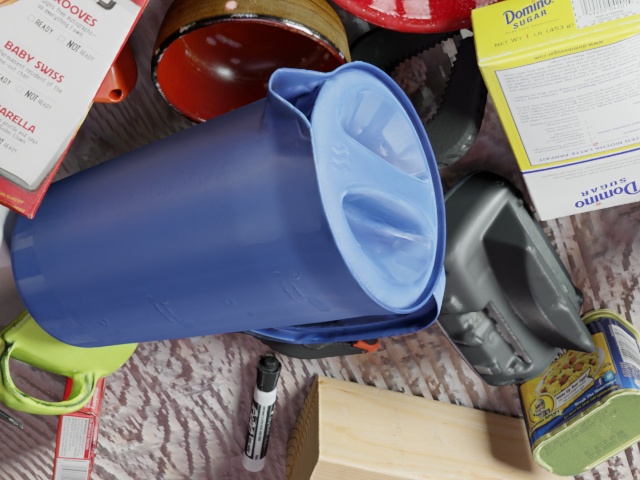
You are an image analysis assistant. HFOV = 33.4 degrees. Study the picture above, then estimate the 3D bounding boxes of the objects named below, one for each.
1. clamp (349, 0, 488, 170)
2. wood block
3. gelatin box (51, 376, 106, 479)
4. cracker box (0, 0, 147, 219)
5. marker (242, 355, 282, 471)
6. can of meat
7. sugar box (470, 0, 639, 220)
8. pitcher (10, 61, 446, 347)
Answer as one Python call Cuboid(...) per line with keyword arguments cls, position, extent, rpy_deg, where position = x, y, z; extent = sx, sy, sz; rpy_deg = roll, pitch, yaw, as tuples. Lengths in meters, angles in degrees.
Cuboid(cls="clamp", position=(0.039, -0.054, 0.651), extent=(0.210, 0.036, 0.164), rpy_deg=(-42, 86, 22))
Cuboid(cls="wood block", position=(0.083, 0.186, 0.839), extent=(0.206, 0.090, 0.091), rpy_deg=(14, 127, -11))
Cuboid(cls="gelatin box", position=(-0.179, 0.133, 0.803), extent=(0.030, 0.073, 0.089), rpy_deg=(9, 127, -10))
Cuboid(cls="cracker box", position=(-0.169, -0.136, 0.523), extent=(0.164, 0.072, 0.214), rpy_deg=(27, 122, -15))
Cuboid(cls="marker", position=(-0.047, 0.137, 0.843), extent=(0.020, 0.020, 0.121), rpy_deg=(6, 128, -6))
Cuboid(cls="can of meat", position=(0.195, 0.114, 0.788), extent=(0.057, 0.084, 0.102), rpy_deg=(36, 119, -26))
Cuboid(cls="sugar box", position=(0.154, -0.078, 0.623), extent=(0.093, 0.048, 0.176), rpy_deg=(-12, 151, 17))
Cuboid(cls="pitcher", position=(-0.054, 0.001, 0.619), extent=(0.243, 0.144, 0.149), rpy_deg=(-13, 88, 32))
